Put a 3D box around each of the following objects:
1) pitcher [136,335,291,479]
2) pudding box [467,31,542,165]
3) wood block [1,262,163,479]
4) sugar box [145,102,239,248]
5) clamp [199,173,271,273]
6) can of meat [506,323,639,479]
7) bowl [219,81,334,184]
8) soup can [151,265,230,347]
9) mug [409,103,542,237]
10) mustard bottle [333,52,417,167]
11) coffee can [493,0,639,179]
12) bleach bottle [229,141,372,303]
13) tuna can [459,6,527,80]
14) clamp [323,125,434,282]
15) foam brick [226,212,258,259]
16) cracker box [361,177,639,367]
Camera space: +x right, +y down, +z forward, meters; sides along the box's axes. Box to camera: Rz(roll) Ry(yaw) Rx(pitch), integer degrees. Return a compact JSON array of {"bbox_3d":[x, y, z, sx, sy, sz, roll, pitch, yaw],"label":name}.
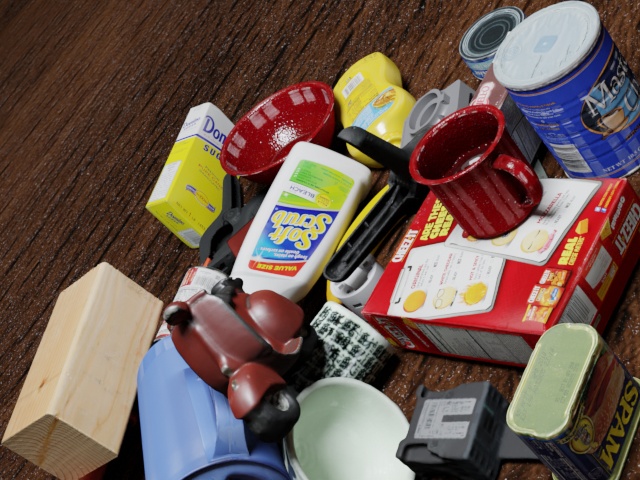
[{"bbox_3d":[-0.107,0.180,1.007,0.149,0.145,0.243,-43,31,8],"label":"pitcher"},{"bbox_3d":[0.192,-0.134,1.042,0.039,0.090,0.113,9,55,38],"label":"pudding box"},{"bbox_3d":[-0.249,0.137,1.135,0.091,0.090,0.206,-33,31,34],"label":"wood block"},{"bbox_3d":[-0.153,-0.085,1.380,0.048,0.093,0.176,-12,46,38],"label":"sugar box"},{"bbox_3d":[-0.107,-0.026,1.316,0.120,0.039,0.171,4,52,49],"label":"clamp"},{"bbox_3d":[0.192,0.124,0.798,0.058,0.083,0.102,0,53,47],"label":"can of meat"},{"bbox_3d":[-0.040,-0.118,1.283,0.162,0.055,0.162,-25,35,19],"label":"bowl"},{"bbox_3d":[-0.138,0.088,1.201,0.069,0.068,0.102,-10,46,40],"label":"soup can"},{"bbox_3d":[0.144,-0.055,0.915,0.093,0.081,0.117,-52,32,-16],"label":"mug"},{"bbox_3d":[0.068,-0.138,1.232,0.096,0.058,0.192,-45,32,18],"label":"mustard bottle"},{"bbox_3d":[0.237,-0.132,0.975,0.103,0.140,0.103,-28,37,23],"label":"coffee can"},{"bbox_3d":[-0.030,0.014,1.124,0.068,0.102,0.250,114,179,-56],"label":"bleach bottle"},{"bbox_3d":[0.201,-0.224,1.208,0.086,0.033,0.086,-28,37,23],"label":"tuna can"},{"bbox_3d":[0.083,-0.066,1.032,0.209,0.164,0.036,-30,48,-33],"label":"clamp"},{"bbox_3d":[-0.058,0.002,1.223,0.078,0.053,0.051,-43,33,3],"label":"foam brick"},{"bbox_3d":[0.163,0.026,0.946,0.214,0.072,0.164,2,53,49],"label":"cracker box"}]
